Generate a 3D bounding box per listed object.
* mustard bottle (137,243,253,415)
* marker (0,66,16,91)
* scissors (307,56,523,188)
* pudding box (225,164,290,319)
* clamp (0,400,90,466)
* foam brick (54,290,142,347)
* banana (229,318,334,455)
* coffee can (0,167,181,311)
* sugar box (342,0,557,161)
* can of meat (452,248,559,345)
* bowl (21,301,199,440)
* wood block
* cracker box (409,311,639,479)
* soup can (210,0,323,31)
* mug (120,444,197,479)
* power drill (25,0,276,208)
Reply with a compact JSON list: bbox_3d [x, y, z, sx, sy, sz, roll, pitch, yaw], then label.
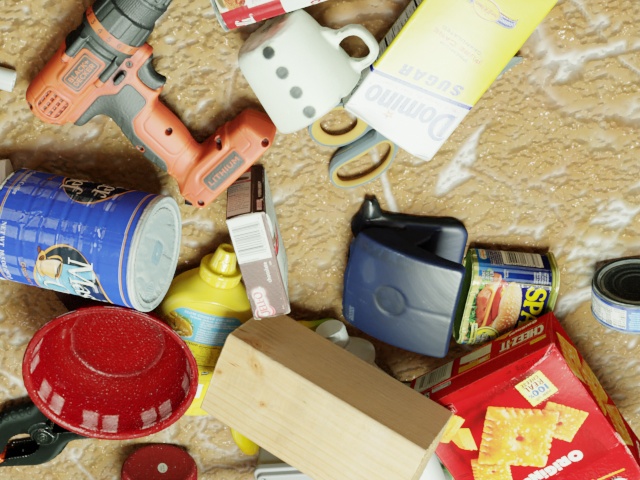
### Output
[{"bbox_3d":[-0.117,0.084,1.046,0.096,0.058,0.192,14,122,-13],"label":"mustard bottle"},{"bbox_3d":[-0.321,-0.151,0.907,0.121,0.020,0.020,14,121,-12],"label":"marker"},{"bbox_3d":[0.072,-0.124,0.943,0.096,0.016,0.202,39,114,-24],"label":"scissors"},{"bbox_3d":[-0.056,0.001,0.976,0.039,0.090,0.113,-10,123,2],"label":"pudding box"},{"bbox_3d":[-0.279,0.197,1.126,0.172,0.039,0.120,-38,113,27],"label":"clamp"},{"bbox_3d":[-0.209,0.053,1.025,0.051,0.053,0.078,-24,122,12],"label":"foam brick"},{"bbox_3d":[-0.057,0.149,1.104,0.069,0.037,0.198,23,119,-16],"label":"banana"},{"bbox_3d":[-0.206,-0.002,0.937,0.140,0.102,0.103,11,124,13],"label":"coffee can"},{"bbox_3d":[0.105,-0.160,0.892,0.093,0.048,0.176,31,110,-15],"label":"sugar box"},{"bbox_3d":[0.179,0.058,1.043,0.084,0.057,0.102,6,123,-4],"label":"can of meat"},{"bbox_3d":[-0.193,0.111,0.998,0.162,0.055,0.162,-1,124,-1],"label":"bowl"},{"bbox_3d":[0.005,0.159,0.994,0.206,0.090,0.090,29,115,14],"label":"wood block"},{"bbox_3d":[0.209,0.198,1.036,0.164,0.072,0.213,-30,105,23],"label":"cracker box"},{"bbox_3d":[-0.037,-0.214,0.849,0.102,0.068,0.068,-16,123,7],"label":"soup can"},{"bbox_3d":[-0.184,0.278,1.145,0.117,0.093,0.081,-16,125,-35],"label":"mug"},{"bbox_3d":[-0.129,-0.129,0.909,0.187,0.057,0.185,39,118,-21],"label":"power drill"}]
